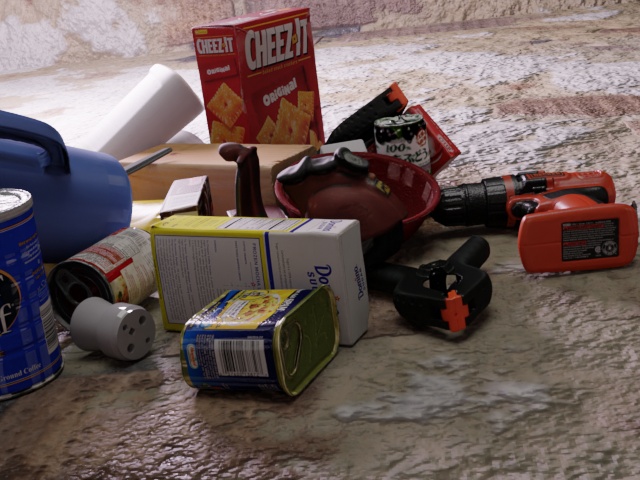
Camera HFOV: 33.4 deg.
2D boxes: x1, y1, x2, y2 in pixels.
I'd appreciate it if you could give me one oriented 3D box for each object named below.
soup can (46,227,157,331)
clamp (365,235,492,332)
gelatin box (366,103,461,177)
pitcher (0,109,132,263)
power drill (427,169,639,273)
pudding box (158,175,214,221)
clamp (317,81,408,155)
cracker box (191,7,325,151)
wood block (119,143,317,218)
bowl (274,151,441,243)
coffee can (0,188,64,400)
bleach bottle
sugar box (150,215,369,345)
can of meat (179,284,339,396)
[{"bbox_3d":[-0.186,0.034,0.941,0.069,0.068,0.102,0,18,21],"label":"soup can"},{"bbox_3d":[0.104,0.032,0.878,0.120,0.039,0.171,-20,18,-8],"label":"clamp"},{"bbox_3d":[0.099,-0.095,1.175,0.089,0.073,0.030,-44,-9,34],"label":"gelatin box"},{"bbox_3d":[-0.287,-0.044,0.949,0.242,0.145,0.149,5,6,-45],"label":"pitcher"},{"bbox_3d":[0.201,-0.024,0.991,0.184,0.057,0.187,-7,17,0],"label":"power drill"},{"bbox_3d":[-0.119,-0.004,0.999,0.039,0.090,0.113,-7,17,4],"label":"pudding box"},{"bbox_3d":[0.023,-0.104,1.208,0.164,0.036,0.210,-27,-11,-38],"label":"clamp"},{"bbox_3d":[-0.066,-0.164,1.290,0.072,0.214,0.163,4,20,32],"label":"cracker box"},{"bbox_3d":[-0.108,-0.052,1.157,0.206,0.090,0.090,4,21,32],"label":"wood block"},{"bbox_3d":[0.035,-0.029,1.045,0.162,0.055,0.162,1,30,-1],"label":"bowl"},{"bbox_3d":[-0.261,0.041,0.820,0.103,0.140,0.103,-6,17,2],"label":"coffee can"},{"bbox_3d":[-0.254,-0.100,1.255,0.250,0.068,0.103,-43,28,-7],"label":"bleach bottle"},{"bbox_3d":[-0.050,0.029,0.859,0.176,0.093,0.048,2,19,25],"label":"sugar box"},{"bbox_3d":[-0.044,0.071,0.780,0.084,0.057,0.102,-2,17,24],"label":"can of meat"}]
